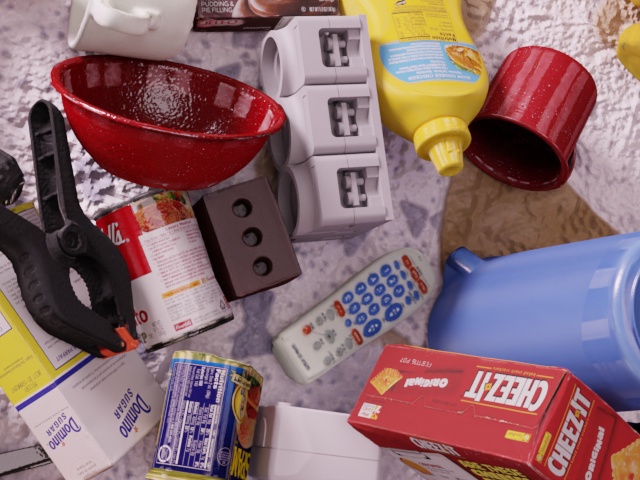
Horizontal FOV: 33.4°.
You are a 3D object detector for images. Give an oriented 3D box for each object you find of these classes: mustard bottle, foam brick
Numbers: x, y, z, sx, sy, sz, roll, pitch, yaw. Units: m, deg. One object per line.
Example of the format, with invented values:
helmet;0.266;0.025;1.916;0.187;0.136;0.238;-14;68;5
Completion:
mustard bottle;0.074;-0.133;0.800;0.096;0.058;0.191;-2;61;-20
foam brick;-0.055;0.001;0.771;0.053;0.051;0.078;-19;88;-20

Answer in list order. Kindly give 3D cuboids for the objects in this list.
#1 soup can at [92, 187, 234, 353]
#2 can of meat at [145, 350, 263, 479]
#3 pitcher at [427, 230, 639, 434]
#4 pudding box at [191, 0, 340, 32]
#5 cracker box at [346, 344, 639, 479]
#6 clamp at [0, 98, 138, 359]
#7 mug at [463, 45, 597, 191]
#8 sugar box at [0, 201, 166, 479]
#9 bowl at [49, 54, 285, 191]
soup can;-0.108;0.019;0.742;0.068;0.069;0.102;-21;89;-20
can of meat;-0.075;0.125;0.718;0.057;0.102;0.084;7;75;7
pitcher;0.188;0.069;0.739;0.149;0.243;0.145;12;78;-17
pudding box;-0.047;-0.207;0.814;0.113;0.039;0.090;-4;82;-19
cracker box;0.150;0.153;0.721;0.213;0.164;0.072;40;67;-31
clamp;-0.174;0.004;0.662;0.120;0.039;0.171;-32;98;-46
mug;0.174;-0.091;0.849;0.117;0.093;0.081;46;63;-34
sugar box;-0.177;0.065;0.700;0.048;0.093;0.176;-30;94;24
bowl;-0.107;-0.077;0.734;0.162;0.162;0.055;6;114;-18
